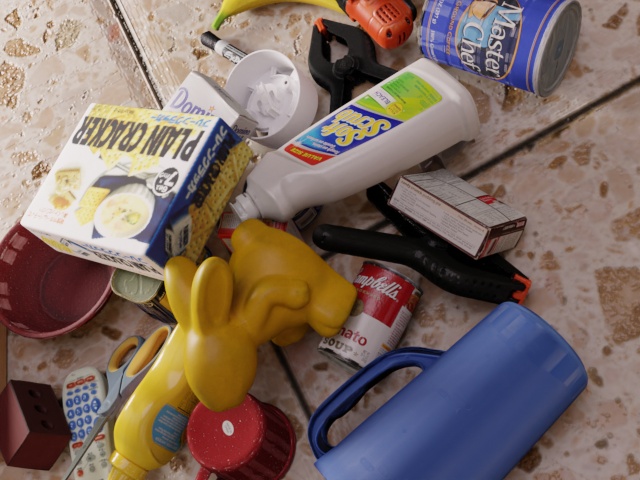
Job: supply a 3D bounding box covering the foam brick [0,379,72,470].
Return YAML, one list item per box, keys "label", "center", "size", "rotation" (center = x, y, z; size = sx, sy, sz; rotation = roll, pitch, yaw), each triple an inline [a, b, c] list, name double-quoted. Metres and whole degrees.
- label: "foam brick"
  center: [-0.303, 0.192, 1.110]
  size: [0.051, 0.052, 0.078]
  rotation: [-52, 49, 18]

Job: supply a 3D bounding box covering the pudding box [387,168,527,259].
- label: "pudding box"
  center: [0.137, -0.029, 1.060]
  size: [0.114, 0.089, 0.039]
  rotation: [32, 115, 27]

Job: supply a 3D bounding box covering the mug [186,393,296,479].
- label: "mug"
  center: [-0.086, 0.202, 1.037]
  size: [0.093, 0.081, 0.117]
  rotation: [30, 79, 26]

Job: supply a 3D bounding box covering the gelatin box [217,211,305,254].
- label: "gelatin box"
  center: [-0.057, 0.001, 1.110]
  size: [0.073, 0.089, 0.030]
  rotation: [2, 65, 18]

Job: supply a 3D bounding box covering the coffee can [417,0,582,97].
- label: "coffee can"
  center: [0.188, -0.220, 1.121]
  size: [0.140, 0.102, 0.102]
  rotation: [23, 76, 25]

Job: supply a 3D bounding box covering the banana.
- label: "banana"
  center: [-0.034, -0.287, 1.260]
  size: [0.198, 0.037, 0.069]
  rotation: [-2, 86, 18]

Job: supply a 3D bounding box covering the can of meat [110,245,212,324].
- label: "can of meat"
  center: [-0.165, 0.031, 1.134]
  size: [0.057, 0.084, 0.102]
  rotation: [20, 75, 24]

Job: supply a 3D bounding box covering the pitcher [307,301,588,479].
- label: "pitcher"
  center: [0.114, 0.165, 0.967]
  size: [0.242, 0.145, 0.149]
  rotation: [-43, 104, -8]

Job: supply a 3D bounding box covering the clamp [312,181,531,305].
- label: "clamp"
  center: [0.101, 0.011, 1.045]
  size: [0.210, 0.164, 0.036]
  rotation: [29, 120, 19]

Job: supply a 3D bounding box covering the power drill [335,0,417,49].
- label: "power drill"
  center: [0.089, -0.323, 1.203]
  size: [0.187, 0.057, 0.184]
  rotation: [-36, 71, -8]

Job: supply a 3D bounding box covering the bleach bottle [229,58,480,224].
- label: "bleach bottle"
  center: [0.027, -0.084, 1.058]
  size: [0.250, 0.068, 0.103]
  rotation: [-31, 46, -9]

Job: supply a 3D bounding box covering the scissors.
- label: "scissors"
  center: [-0.221, 0.165, 1.093]
  size: [0.096, 0.016, 0.201]
  rotation: [6, 51, 54]

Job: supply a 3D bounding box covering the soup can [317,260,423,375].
- label: "soup can"
  center: [0.049, 0.080, 1.055]
  size: [0.069, 0.068, 0.102]
  rotation: [24, 77, 25]

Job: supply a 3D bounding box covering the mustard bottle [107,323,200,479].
- label: "mustard bottle"
  center: [-0.153, 0.166, 1.065]
  size: [0.058, 0.096, 0.191]
  rotation: [27, 78, 25]

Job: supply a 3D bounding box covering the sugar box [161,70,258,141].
- label: "sugar box"
  center: [-0.157, -0.092, 1.180]
  size: [0.093, 0.048, 0.176]
  rotation: [44, 105, 28]

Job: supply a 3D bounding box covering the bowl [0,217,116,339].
- label: "bowl"
  center: [-0.285, 0.040, 1.184]
  size: [0.162, 0.055, 0.162]
  rotation: [-7, 66, 15]

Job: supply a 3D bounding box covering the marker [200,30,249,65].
- label: "marker"
  center: [-0.097, -0.216, 1.256]
  size: [0.121, 0.020, 0.020]
  rotation: [34, 81, 27]

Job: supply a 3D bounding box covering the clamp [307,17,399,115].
- label: "clamp"
  center: [0.028, -0.178, 1.190]
  size: [0.120, 0.039, 0.172]
  rotation: [-37, 55, -1]
